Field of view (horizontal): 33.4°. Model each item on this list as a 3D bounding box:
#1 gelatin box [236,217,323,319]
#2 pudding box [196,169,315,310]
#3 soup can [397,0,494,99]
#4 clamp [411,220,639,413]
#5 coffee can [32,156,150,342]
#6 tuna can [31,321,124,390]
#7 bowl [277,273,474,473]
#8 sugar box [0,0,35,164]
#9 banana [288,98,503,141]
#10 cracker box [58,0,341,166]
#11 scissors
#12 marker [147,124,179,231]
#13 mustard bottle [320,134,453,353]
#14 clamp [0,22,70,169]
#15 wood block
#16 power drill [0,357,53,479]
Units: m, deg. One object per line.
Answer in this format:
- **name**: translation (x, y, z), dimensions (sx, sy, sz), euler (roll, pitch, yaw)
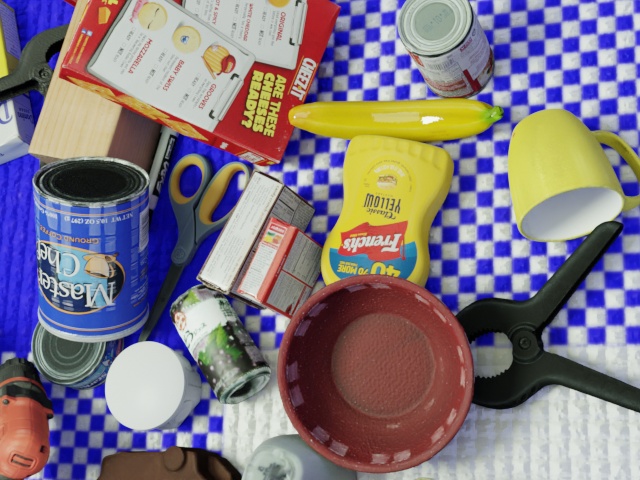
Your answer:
- **gelatin box**: translation (-0.032, 0.027, 0.954), dimensions (0.030, 0.089, 0.073), euler (23, 84, 24)
- **pudding box**: translation (-0.056, 0.001, 0.969), dimensions (0.039, 0.090, 0.113), euler (24, 85, 23)
- **soup can**: translation (0.112, -0.174, 0.949), dimensions (0.069, 0.102, 0.068), euler (-5, 74, 18)
- **clamp**: translation (0.181, 0.095, 0.888), dimensions (0.210, 0.036, 0.164), euler (-24, 71, 15)
- **coffee can**: translation (-0.208, 0.007, 0.974), dimensions (0.103, 0.102, 0.140), euler (18, 120, 23)
- **tuna can**: translation (-0.237, 0.101, 1.037), dimensions (0.086, 0.033, 0.086), euler (-5, 74, 18)
- **bowl**: translation (0.048, 0.107, 0.881), dimensions (0.162, 0.055, 0.162), euler (0, 91, 12)
- **sugar box**: translation (-0.366, -0.166, 1.148), dimensions (0.093, 0.048, 0.176), euler (-20, 69, 13)
- **banana**: translation (0.073, -0.112, 0.964), dimensions (0.198, 0.069, 0.037), euler (0, 77, 20)
- **cracker box**: translation (-0.112, -0.184, 0.991), dimensions (0.213, 0.072, 0.164), euler (23, 83, -16)
- **scissors**: translation (-0.143, -0.002, 1.042), dimensions (0.096, 0.016, 0.202), euler (39, 91, 26)
- **marker**: translation (-0.164, -0.062, 1.063), dimensions (0.020, 0.020, 0.121), euler (12, 80, 22)
- **mustard bottle**: translation (0.052, 0.006, 0.947), dimensions (0.096, 0.058, 0.191), euler (12, 80, 17)
- **clamp**: translation (-0.279, -0.154, 1.101), dimensions (0.120, 0.039, 0.171), euler (43, 72, -2)
- **wood block**: translation (-0.203, -0.163, 1.065), dimensions (0.090, 0.090, 0.206), euler (12, 80, 22)
- **power drill**: translation (-0.307, 0.215, 0.988), dimensions (0.188, 0.057, 0.184), euler (-64, 21, 10)
